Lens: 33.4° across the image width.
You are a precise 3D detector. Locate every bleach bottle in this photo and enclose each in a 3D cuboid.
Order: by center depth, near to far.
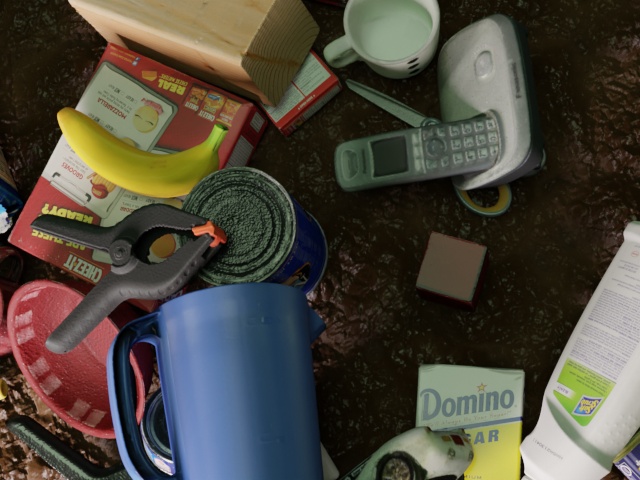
[{"bbox_3d":[0.234,0.109,0.879,0.068,0.103,0.251,36,86,-29],"label":"bleach bottle"}]

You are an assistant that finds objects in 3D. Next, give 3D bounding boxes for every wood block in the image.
[{"bbox_3d":[-0.119,-0.210,0.996,0.206,0.090,0.090,24,81,26],"label":"wood block"}]

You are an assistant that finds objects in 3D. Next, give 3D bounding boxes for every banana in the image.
[{"bbox_3d":[-0.158,-0.075,0.940,0.198,0.037,0.069,9,93,31],"label":"banana"}]

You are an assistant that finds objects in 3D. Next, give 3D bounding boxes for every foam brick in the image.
[{"bbox_3d":[0.116,0.029,0.933,0.053,0.078,0.051,16,83,11],"label":"foam brick"}]

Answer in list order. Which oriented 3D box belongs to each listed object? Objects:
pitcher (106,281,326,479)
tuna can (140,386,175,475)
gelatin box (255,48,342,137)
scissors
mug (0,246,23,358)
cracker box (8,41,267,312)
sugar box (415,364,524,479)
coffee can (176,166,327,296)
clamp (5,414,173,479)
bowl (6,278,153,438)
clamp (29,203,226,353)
[{"bbox_3d":[-0.070,0.163,0.850,0.149,0.144,0.243,-16,68,18],"label":"pitcher"},{"bbox_3d":[-0.118,0.167,0.960,0.086,0.034,0.086,1,59,-2],"label":"tuna can"},{"bbox_3d":[-0.034,-0.156,1.022,0.073,0.030,0.089,-40,73,3],"label":"gelatin box"},{"bbox_3d":[0.105,-0.083,0.987,0.202,0.016,0.096,15,82,14],"label":"scissors"},{"bbox_3d":[-0.319,0.059,1.013,0.093,0.081,0.117,25,86,15],"label":"mug"},{"bbox_3d":[-0.169,-0.057,1.010,0.164,0.072,0.213,25,86,16],"label":"cracker box"},{"bbox_3d":[0.126,0.196,0.916,0.093,0.048,0.176,1,81,12],"label":"sugar box"},{"bbox_3d":[-0.056,0.001,0.940,0.103,0.140,0.103,-2,79,11],"label":"coffee can"},{"bbox_3d":[-0.198,0.255,0.974,0.210,0.036,0.164,7,90,8],"label":"clamp"},{"bbox_3d":[-0.204,0.096,0.960,0.162,0.055,0.162,17,124,27],"label":"bowl"},{"bbox_3d":[-0.164,0.008,0.874,0.171,0.039,0.120,-25,75,8],"label":"clamp"}]
